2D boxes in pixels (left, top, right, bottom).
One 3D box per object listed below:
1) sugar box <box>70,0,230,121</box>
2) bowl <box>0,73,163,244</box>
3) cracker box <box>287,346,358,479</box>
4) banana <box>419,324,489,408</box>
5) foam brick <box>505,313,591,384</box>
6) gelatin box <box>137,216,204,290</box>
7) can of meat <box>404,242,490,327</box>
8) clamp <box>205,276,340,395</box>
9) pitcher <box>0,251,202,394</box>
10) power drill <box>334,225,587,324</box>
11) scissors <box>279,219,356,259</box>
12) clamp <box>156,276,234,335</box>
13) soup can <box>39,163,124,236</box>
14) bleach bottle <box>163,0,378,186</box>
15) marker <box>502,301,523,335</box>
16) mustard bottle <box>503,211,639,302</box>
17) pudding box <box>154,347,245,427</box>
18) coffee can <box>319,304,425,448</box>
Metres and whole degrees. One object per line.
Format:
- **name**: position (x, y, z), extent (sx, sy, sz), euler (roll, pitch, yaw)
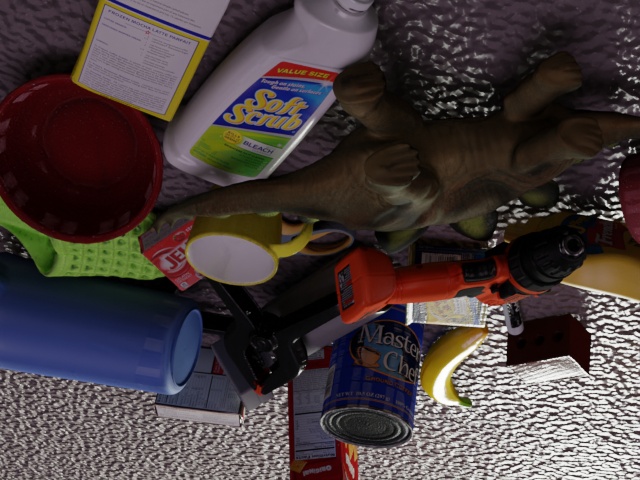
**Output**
- **sugar box**: position (-0.133, -0.175, 0.852), extent (0.093, 0.048, 0.176), euler (21, 142, -15)
- **bowl**: position (-0.217, -0.080, 0.971), extent (0.162, 0.055, 0.162), euler (2, 115, 4)
- **cracker box**: position (0.008, 0.262, 1.308), extent (0.072, 0.213, 0.164), euler (-8, 143, 6)
- **banana**: position (0.153, 0.148, 1.264), extent (0.069, 0.037, 0.198), euler (-8, 147, -4)
- **foam brick**: position (0.252, 0.121, 1.176), extent (0.078, 0.053, 0.051), euler (-16, 138, 34)
- **gelatin box**: position (-0.131, 0.003, 1.096), extent (0.089, 0.030, 0.073), euler (-33, 133, 9)
- **can of meat**: position (0.131, 0.047, 1.098), extent (0.084, 0.057, 0.102), euler (4, 147, 6)
- **clamp**: position (-0.065, 0.089, 1.124), extent (0.164, 0.036, 0.210), euler (23, 139, 5)
- **pitcher**: position (-0.259, 0.102, 1.198), extent (0.243, 0.145, 0.149), euler (10, -168, 13)
- **power drill**: position (0.116, 0.029, 0.918), extent (0.187, 0.057, 0.185), euler (-3, 167, -13)
- **scissors**: position (-0.057, 0.001, 1.119), extent (0.202, 0.016, 0.096), euler (-14, 138, 32)
- **clamp**: position (-0.176, 0.090, 1.261), extent (0.172, 0.039, 0.120), euler (-23, 121, 41)
- **soup can**: position (-0.236, -0.048, 1.049), extent (0.102, 0.068, 0.069), euler (13, 146, -3)
- **bleach bottle**: position (-0.036, -0.135, 0.870), extent (0.102, 0.068, 0.251), euler (21, 143, -20)
- **marker**: position (0.201, 0.063, 1.134), extent (0.020, 0.020, 0.121), euler (-1, 145, 17)
- **mustard bottle**: position (0.259, 0.013, 0.970), extent (0.192, 0.096, 0.058), euler (14, 122, 28)
- **pudding box**: position (-0.145, 0.182, 1.345), extent (0.113, 0.090, 0.039), euler (6, 146, 7)
- **coffee can**: position (0.059, 0.146, 1.188), extent (0.103, 0.140, 0.103), euler (7, 146, 5)
